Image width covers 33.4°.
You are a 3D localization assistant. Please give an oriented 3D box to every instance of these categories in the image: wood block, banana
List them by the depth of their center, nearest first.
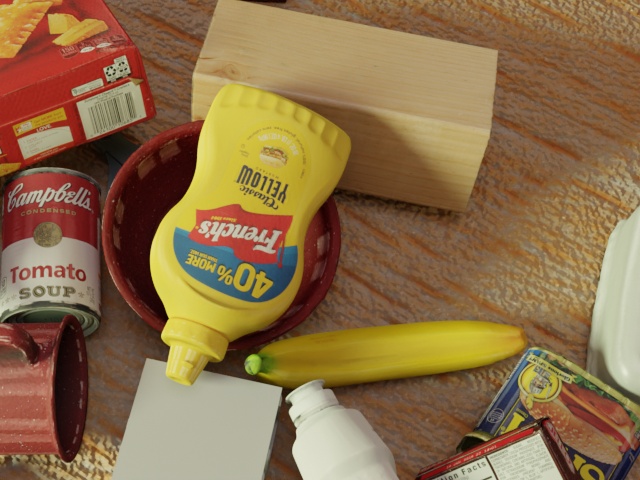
[{"bbox_3d":[0.038,0.078,0.712,0.197,0.070,0.037,-5,95,-19],"label":"banana"},{"bbox_3d":[0.017,-0.098,0.777,0.206,0.090,0.090,11,52,1],"label":"wood block"}]

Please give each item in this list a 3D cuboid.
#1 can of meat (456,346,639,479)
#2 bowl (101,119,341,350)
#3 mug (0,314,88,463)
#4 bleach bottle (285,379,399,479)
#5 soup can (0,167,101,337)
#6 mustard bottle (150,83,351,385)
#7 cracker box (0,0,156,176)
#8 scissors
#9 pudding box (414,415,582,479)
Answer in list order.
[{"bbox_3d":[0.155,0.130,0.700,0.102,0.057,0.083,34,64,12],"label":"can of meat"},{"bbox_3d":[-0.070,0.000,0.737,0.162,0.055,0.162,3,74,-12],"label":"bowl"},{"bbox_3d":[-0.197,0.087,0.663,0.081,0.117,0.093,-1,56,0],"label":"mug"},{"bbox_3d":[0.048,0.199,0.632,0.068,0.102,0.251,-25,67,-13],"label":"bleach bottle"},{"bbox_3d":[-0.183,0.011,0.727,0.068,0.068,0.102,-3,65,-6],"label":"soup can"},{"bbox_3d":[-0.054,0.001,0.679,0.096,0.058,0.191,24,71,-10],"label":"mustard bottle"},{"bbox_3d":[-0.236,-0.141,0.764,0.164,0.072,0.214,-24,50,-16],"label":"cracker box"},{"bbox_3d":[-0.165,-0.059,0.791,0.202,0.016,0.096,28,63,9],"label":"scissors"},{"bbox_3d":[0.120,0.175,0.645,0.090,0.039,0.113,-28,85,20],"label":"pudding box"}]
